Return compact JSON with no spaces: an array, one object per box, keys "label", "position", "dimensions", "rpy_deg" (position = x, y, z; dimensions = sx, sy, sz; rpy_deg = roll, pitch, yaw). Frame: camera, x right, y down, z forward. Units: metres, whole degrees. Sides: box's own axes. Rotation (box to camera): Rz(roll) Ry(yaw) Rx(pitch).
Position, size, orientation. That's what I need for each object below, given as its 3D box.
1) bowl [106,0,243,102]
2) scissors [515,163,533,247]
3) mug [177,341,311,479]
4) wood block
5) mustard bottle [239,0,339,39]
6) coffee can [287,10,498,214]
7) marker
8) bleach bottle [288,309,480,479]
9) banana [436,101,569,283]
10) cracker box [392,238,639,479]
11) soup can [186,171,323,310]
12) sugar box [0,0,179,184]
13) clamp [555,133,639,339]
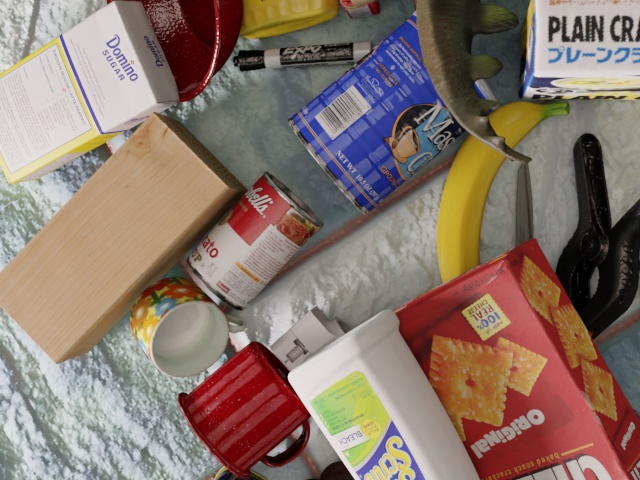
[{"label":"bowl","position":[-0.114,-0.200,0.893],"dimensions":[0.162,0.055,0.162],"rpy_deg":[24,124,42]},{"label":"scissors","position":[0.156,0.043,0.907],"dimensions":[0.096,0.016,0.202],"rpy_deg":[-15,89,7]},{"label":"mug","position":[-0.053,0.148,0.907],"dimensions":[0.081,0.093,0.117],"rpy_deg":[-40,116,2]},{"label":"wood block","position":[-0.171,-0.002,0.912],"dimensions":[0.091,0.090,0.206],"rpy_deg":[45,96,4]},{"label":"mustard bottle","position":[-0.045,-0.274,0.902],"dimensions":[0.096,0.058,0.191],"rpy_deg":[-9,90,29]},{"label":"coffee can","position":[0.059,-0.104,0.873],"dimensions":[0.140,0.102,0.103],"rpy_deg":[-40,86,7]},{"label":"marker","position":[-0.016,-0.159,0.923],"dimensions":[0.121,0.020,0.020],"rpy_deg":[-3,91,8]},{"label":"bleach bottle","position":[0.081,0.184,0.831],"dimensions":[0.103,0.067,0.251],"rpy_deg":[-36,86,40]},{"label":"banana","position":[0.135,-0.037,0.891],"dimensions":[0.070,0.037,0.198],"rpy_deg":[28,101,23]},{"label":"cracker box","position":[0.147,0.130,0.849],"dimensions":[0.164,0.071,0.214],"rpy_deg":[-31,87,38]},{"label":"soup can","position":[-0.056,0.001,0.907],"dimensions":[0.068,0.068,0.102],"rpy_deg":[43,96,4]},{"label":"sugar box","position":[-0.209,-0.124,0.910],"dimensions":[0.176,0.048,0.093],"rpy_deg":[-22,90,25]},{"label":"clamp","position":[0.237,0.002,0.856],"dimensions":[0.039,0.120,0.171],"rpy_deg":[4,97,-25]}]
